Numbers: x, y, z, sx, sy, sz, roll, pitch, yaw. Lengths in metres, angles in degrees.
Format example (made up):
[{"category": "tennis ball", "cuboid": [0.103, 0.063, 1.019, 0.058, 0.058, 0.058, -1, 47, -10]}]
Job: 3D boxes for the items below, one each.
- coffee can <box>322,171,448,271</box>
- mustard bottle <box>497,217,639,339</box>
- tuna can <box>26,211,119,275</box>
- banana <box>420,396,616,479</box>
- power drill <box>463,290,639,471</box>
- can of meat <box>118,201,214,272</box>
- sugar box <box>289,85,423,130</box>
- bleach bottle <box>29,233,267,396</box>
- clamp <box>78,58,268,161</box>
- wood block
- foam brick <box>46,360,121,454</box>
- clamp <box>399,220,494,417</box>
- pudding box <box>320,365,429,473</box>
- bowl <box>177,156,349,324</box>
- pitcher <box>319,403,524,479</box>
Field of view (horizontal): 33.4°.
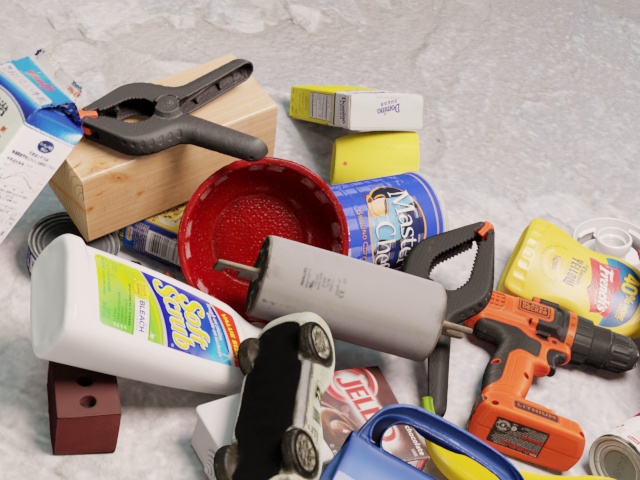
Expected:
[{"category": "coffee can", "cuboid": [0.046, -0.012, 1.103, 0.140, 0.103, 0.103, -11, 48, -30]}, {"category": "mustard bottle", "cuboid": [0.293, 0.058, 1.143, 0.191, 0.058, 0.096, 27, 66, 4]}, {"category": "tuna can", "cuboid": [-0.237, 0.013, 1.021, 0.086, 0.034, 0.086, 11, 41, -9]}, {"category": "banana", "cuboid": [0.171, 0.206, 0.944, 0.198, 0.037, 0.069, 25, 71, 0]}, {"category": "power drill", "cuboid": [0.222, 0.134, 1.042, 0.184, 0.057, 0.187, 16, 37, 4]}, {"category": "can of meat", "cuboid": [-0.144, -0.018, 1.075, 0.084, 0.057, 0.102, 23, 41, 8]}, {"category": "sugar box", "cuboid": [0.039, -0.156, 1.240, 0.093, 0.048, 0.176, -3, 9, -24]}, {"category": "bleach bottle", "cuboid": [-0.122, 0.077, 0.916, 0.250, 0.068, 0.102, 20, 48, -38]}, {"category": "clamp", "cuboid": [-0.129, -0.106, 0.962, 0.171, 0.039, 0.120, -15, 49, -10]}, {"category": "wood block", "cuboid": [-0.153, -0.092, 1.032, 0.205, 0.090, 0.091, -25, 58, -24]}, {"category": "foam brick", "cuboid": [-0.198, 0.132, 0.888, 0.053, 0.051, 0.078, 0, 44, -21]}, {"category": "clamp", "cuboid": [0.110, 0.067, 1.041, 0.209, 0.036, 0.165, -40, 68, -17]}, {"category": "pudding box", "cuboid": [0.031, 0.166, 0.945, 0.089, 0.039, 0.113, -5, 46, -26]}, {"category": "bowl", "cuboid": [-0.057, 0.001, 1.013, 0.162, 0.162, 0.055, 9, 2, -12]}, {"category": "pitcher", "cuboid": [0.102, 0.245, 0.808, 0.243, 0.149, 0.144, 26, 41, 3]}]
